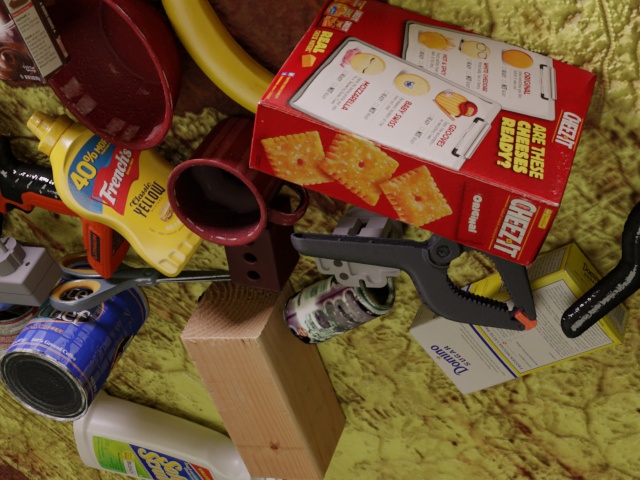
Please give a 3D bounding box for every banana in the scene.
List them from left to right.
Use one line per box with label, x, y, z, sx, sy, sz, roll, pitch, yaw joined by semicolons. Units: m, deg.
banana;-0.069;-0.156;0.880;0.197;0.037;0.070;39;117;-13

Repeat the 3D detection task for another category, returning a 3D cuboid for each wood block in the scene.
wood block;-0.054;0.145;1.099;0.091;0.090;0.206;-2;128;25

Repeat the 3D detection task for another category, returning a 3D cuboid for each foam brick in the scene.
foam brick;-0.057;0.001;0.999;0.053;0.051;0.078;8;132;19

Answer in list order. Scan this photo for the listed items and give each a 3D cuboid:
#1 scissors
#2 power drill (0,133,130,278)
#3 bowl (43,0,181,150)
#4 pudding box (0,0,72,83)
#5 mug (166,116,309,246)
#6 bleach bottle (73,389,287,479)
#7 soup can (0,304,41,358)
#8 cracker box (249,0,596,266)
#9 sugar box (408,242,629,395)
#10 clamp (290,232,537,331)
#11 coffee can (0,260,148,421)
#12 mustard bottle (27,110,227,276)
scissors;-0.188;0.047;1.077;0.202;0.096;0.016;9;130;22
power drill;-0.285;-0.030;1.073;0.187;0.057;0.185;21;141;5
bowl;-0.170;-0.157;0.893;0.162;0.055;0.162;27;141;23
pudding box;-0.267;-0.180;0.882;0.114;0.039;0.090;10;135;39
mug;-0.065;-0.051;0.935;0.117;0.081;0.093;22;135;6
bleach bottle;-0.162;0.250;1.264;0.251;0.068;0.102;11;133;13
soup can;-0.345;0.102;1.212;0.068;0.068;0.102;12;133;15
cracker box;0.077;-0.087;0.779;0.214;0.164;0.072;20;136;7
sugar box;0.176;0.074;0.960;0.177;0.048;0.093;-24;114;41
clamp;0.103;-0.006;0.883;0.210;0.036;0.165;34;105;-4
coffee can;-0.257;0.104;1.120;0.103;0.140;0.103;13;133;14
mustard bottle;-0.185;-0.056;0.982;0.191;0.096;0.058;36;175;-6
